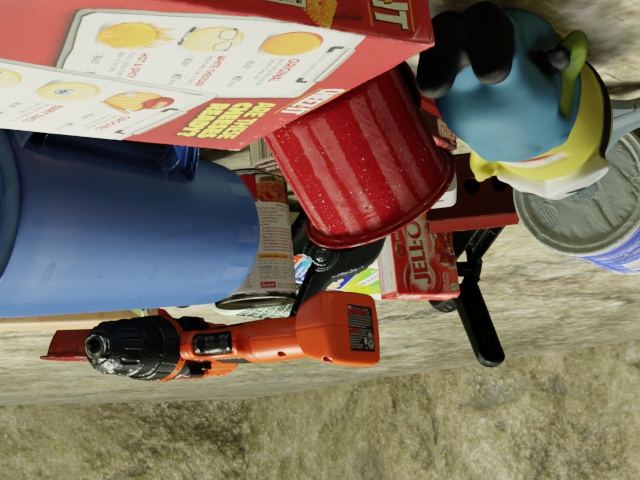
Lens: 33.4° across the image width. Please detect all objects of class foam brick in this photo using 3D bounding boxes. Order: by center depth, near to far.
[{"bbox_3d":[0.122,-0.039,0.867,0.078,0.053,0.051,-7,168,5],"label":"foam brick"}]

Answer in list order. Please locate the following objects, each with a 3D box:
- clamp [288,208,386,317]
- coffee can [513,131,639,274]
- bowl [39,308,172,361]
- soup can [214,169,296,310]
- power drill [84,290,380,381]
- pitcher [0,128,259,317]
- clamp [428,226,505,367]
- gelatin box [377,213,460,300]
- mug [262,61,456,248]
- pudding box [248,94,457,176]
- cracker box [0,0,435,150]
[{"bbox_3d":[-0.012,0.005,0.918,0.120,0.171,0.039,42,-176,-25],"label":"clamp"},{"bbox_3d":[0.222,-0.031,0.824,0.103,0.103,0.140,-12,167,29],"label":"coffee can"},{"bbox_3d":[-0.206,0.098,1.100,0.162,0.055,0.162,0,172,0],"label":"bowl"},{"bbox_3d":[-0.056,0.001,0.857,0.068,0.102,0.068,-5,169,-1],"label":"soup can"},{"bbox_3d":[-0.062,0.075,0.817,0.188,0.057,0.184,-7,173,25],"label":"power drill"},{"bbox_3d":[-0.145,-0.019,0.703,0.149,0.145,0.242,1,178,35],"label":"pitcher"},{"bbox_3d":[0.139,0.037,1.043,0.036,0.164,0.210,7,175,-16],"label":"clamp"},{"bbox_3d":[0.090,0.011,1.001,0.073,0.089,0.030,2,166,-31],"label":"gelatin box"},{"bbox_3d":[0.021,-0.063,0.587,0.093,0.117,0.081,-2,128,43],"label":"mug"},{"bbox_3d":[0.022,-0.070,0.705,0.114,0.039,0.089,-12,167,28],"label":"pudding box"},{"bbox_3d":[-0.088,-0.098,0.446,0.213,0.072,0.164,2,168,-35],"label":"cracker box"}]
